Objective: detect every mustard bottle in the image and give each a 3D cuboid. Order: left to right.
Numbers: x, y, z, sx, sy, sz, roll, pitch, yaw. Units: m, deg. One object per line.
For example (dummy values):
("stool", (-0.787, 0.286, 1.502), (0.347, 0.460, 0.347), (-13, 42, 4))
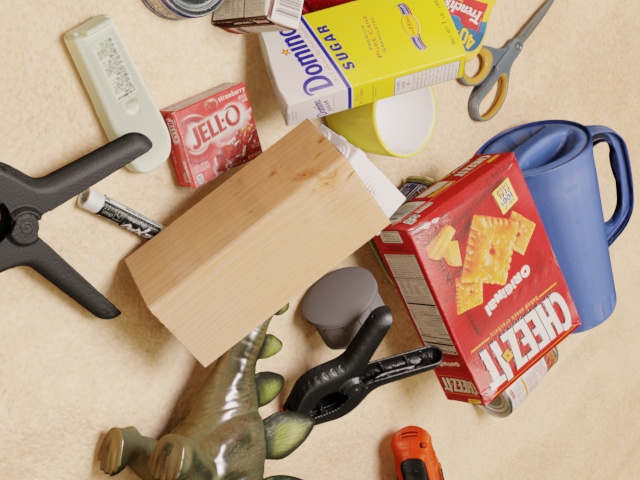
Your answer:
("mustard bottle", (0.141, -0.247, 1.156), (0.096, 0.058, 0.191), (32, 75, -31))

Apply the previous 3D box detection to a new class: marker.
("marker", (-0.161, -0.015, 0.946), (0.121, 0.020, 0.020), (29, 76, -40))

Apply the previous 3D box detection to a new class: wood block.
("wood block", (-0.057, 0.001, 0.936), (0.206, 0.090, 0.090), (-38, 126, 0))

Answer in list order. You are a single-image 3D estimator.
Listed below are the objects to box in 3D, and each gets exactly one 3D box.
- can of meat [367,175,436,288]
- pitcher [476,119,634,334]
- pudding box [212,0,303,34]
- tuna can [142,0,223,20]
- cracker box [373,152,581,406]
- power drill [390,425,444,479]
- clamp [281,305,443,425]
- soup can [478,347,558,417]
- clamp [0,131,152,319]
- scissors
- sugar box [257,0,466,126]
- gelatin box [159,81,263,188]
("can of meat", (0.102, -0.005, 1.156), (0.083, 0.058, 0.102), (-45, 122, -26))
("pitcher", (0.286, -0.016, 1.265), (0.144, 0.149, 0.243), (-49, 129, -41))
("pudding box", (-0.050, -0.247, 0.966), (0.039, 0.090, 0.113), (13, 87, -40))
("tuna can", (-0.121, -0.238, 0.941), (0.085, 0.034, 0.086), (-7, 100, -41))
("cracker box", (0.168, 0.039, 1.116), (0.164, 0.072, 0.213), (-34, 108, -27))
("power drill", (0.111, 0.322, 1.148), (0.187, 0.057, 0.184), (-85, 160, -59))
("clamp", (0.040, 0.137, 1.070), (0.172, 0.039, 0.120), (-41, 130, 22))
("soup can", (0.230, 0.156, 1.283), (0.102, 0.069, 0.068), (-41, 121, -30))
("clamp", (-0.234, -0.024, 0.857), (0.209, 0.036, 0.164), (12, 100, -37))
("scissors", (0.215, -0.233, 1.252), (0.096, 0.016, 0.201), (39, 70, -38))
("sugar box", (0.038, -0.177, 1.000), (0.176, 0.048, 0.093), (-16, 67, -7))
("gelatin box", (-0.100, -0.098, 0.980), (0.089, 0.030, 0.073), (-30, 115, -37))
